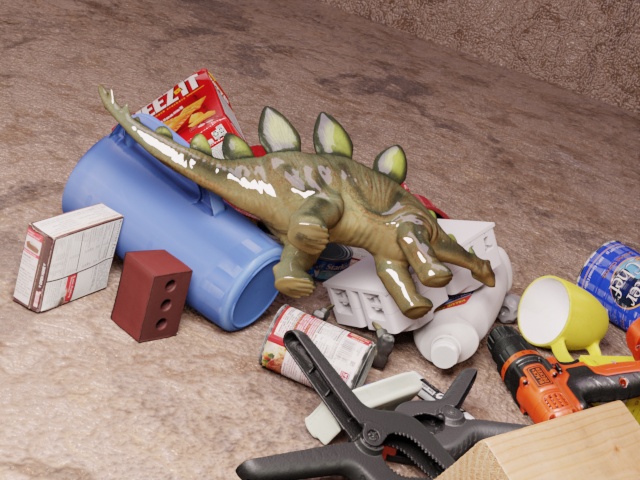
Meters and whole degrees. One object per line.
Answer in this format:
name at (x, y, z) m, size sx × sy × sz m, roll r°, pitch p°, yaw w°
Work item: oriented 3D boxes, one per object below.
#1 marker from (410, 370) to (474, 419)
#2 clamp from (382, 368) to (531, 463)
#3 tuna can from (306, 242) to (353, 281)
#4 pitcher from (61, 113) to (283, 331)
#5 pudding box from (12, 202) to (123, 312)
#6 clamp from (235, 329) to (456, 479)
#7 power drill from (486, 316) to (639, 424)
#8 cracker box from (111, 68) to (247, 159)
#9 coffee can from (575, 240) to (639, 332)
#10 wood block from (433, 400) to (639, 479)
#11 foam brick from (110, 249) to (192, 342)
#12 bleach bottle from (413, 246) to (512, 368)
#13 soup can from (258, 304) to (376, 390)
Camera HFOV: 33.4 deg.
marker at (0.133, 0.174, 1.101) m, size 0.020 × 0.020 × 0.121 m, roll -4°, pitch 30°, yaw -43°
clamp at (0.134, 0.183, 1.031) m, size 0.171 × 0.039 × 0.120 m, roll -20°, pitch 35°, yaw -38°
tuna can at (-0.004, 0.019, 1.357) m, size 0.086 × 0.034 × 0.086 m, roll 15°, pitch 21°, yaw -6°
pitcher at (-0.153, -0.017, 1.164) m, size 0.243 × 0.145 × 0.149 m, roll 35°, pitch -8°, yaw 21°
pudding box at (-0.257, 0.017, 1.096) m, size 0.039 × 0.090 × 0.113 m, roll 26°, pitch 23°, yaw 20°
clamp at (0.036, 0.172, 0.948) m, size 0.210 × 0.036 × 0.164 m, roll 21°, pitch 47°, yaw -11°
power drill at (0.294, 0.138, 1.180) m, size 0.187 × 0.057 × 0.184 m, roll -14°, pitch 33°, yaw -8°
cracker box at (-0.191, -0.133, 1.415) m, size 0.072 × 0.164 × 0.214 m, roll 56°, pitch 4°, yaw -29°
coffee can at (0.434, 0.076, 1.452) m, size 0.102 × 0.103 × 0.140 m, roll -2°, pitch 28°, yaw -40°
wood block at (0.202, 0.213, 0.927) m, size 0.205 × 0.091 × 0.090 m, roll -5°, pitch 55°, yaw -43°
foam brick at (-0.172, 0.055, 1.085) m, size 0.052 × 0.078 × 0.051 m, roll -7°, pitch 30°, yaw -46°
bleach bottle at (0.169, 0.083, 1.266) m, size 0.103 × 0.068 × 0.250 m, roll -11°, pitch 17°, yaw 17°
soup can at (-0.002, 0.115, 1.079) m, size 0.102 × 0.068 × 0.068 m, roll 22°, pitch 22°, yaw 12°
